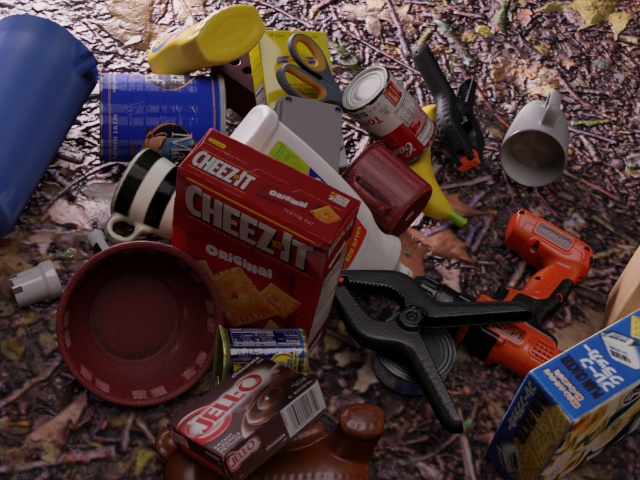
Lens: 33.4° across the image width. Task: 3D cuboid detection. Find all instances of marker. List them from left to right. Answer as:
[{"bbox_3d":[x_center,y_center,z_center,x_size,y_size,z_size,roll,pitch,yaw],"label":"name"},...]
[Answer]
[{"bbox_3d":[-0.213,0.036,1.133,0.020,0.020,0.121,-23,59,-26],"label":"marker"}]

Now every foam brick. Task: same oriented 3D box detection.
[{"bbox_3d":[-0.092,-0.192,1.319,0.078,0.051,0.052,35,54,17],"label":"foam brick"}]

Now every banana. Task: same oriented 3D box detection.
[{"bbox_3d":[0.127,-0.096,1.297,0.069,0.037,0.198,16,48,-28],"label":"banana"}]

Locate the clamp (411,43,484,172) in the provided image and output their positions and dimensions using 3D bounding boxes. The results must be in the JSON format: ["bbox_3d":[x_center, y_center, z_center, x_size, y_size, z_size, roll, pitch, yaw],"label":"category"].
[{"bbox_3d":[0.162,-0.166,1.327,0.120,0.039,0.171,26,42,-32],"label":"clamp"}]

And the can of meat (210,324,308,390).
[{"bbox_3d":[-0.060,0.133,1.031,0.083,0.102,0.057,1,28,-14],"label":"can of meat"}]

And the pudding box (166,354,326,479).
[{"bbox_3d":[-0.064,0.154,0.932,0.113,0.039,0.090,-34,30,-30],"label":"pudding box"}]

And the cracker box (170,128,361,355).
[{"bbox_3d":[-0.064,0.015,1.051,0.164,0.214,0.072,26,51,10],"label":"cracker box"}]

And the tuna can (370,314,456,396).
[{"bbox_3d":[0.096,0.120,1.115,0.086,0.034,0.086,5,51,-7],"label":"tuna can"}]

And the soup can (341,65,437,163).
[{"bbox_3d":[0.081,-0.147,1.247,0.102,0.069,0.068,43,39,-34],"label":"soup can"}]

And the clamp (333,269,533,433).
[{"bbox_3d":[0.092,0.095,1.085,0.210,0.036,0.164,22,58,14],"label":"clamp"}]

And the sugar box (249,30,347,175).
[{"bbox_3d":[-0.027,-0.160,1.265,0.093,0.048,0.176,-4,73,-22],"label":"sugar box"}]

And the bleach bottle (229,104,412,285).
[{"bbox_3d":[0.005,-0.029,1.130,0.250,0.102,0.068,37,4,-23],"label":"bleach bottle"}]

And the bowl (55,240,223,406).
[{"bbox_3d":[-0.180,0.079,1.051,0.162,0.055,0.162,-1,93,-17],"label":"bowl"}]

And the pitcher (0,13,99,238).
[{"bbox_3d":[-0.354,-0.121,1.175,0.145,0.149,0.242,24,53,-11],"label":"pitcher"}]

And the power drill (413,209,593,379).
[{"bbox_3d":[0.205,0.052,1.177,0.184,0.057,0.187,32,55,10],"label":"power drill"}]

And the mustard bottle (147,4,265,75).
[{"bbox_3d":[-0.152,-0.227,1.270,0.096,0.192,0.058,-38,108,-31],"label":"mustard bottle"}]

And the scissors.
[{"bbox_3d":[0.023,-0.181,1.260,0.201,0.016,0.096,14,64,-44],"label":"scissors"}]

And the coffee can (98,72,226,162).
[{"bbox_3d":[-0.183,-0.140,1.227,0.140,0.103,0.103,0,52,-11],"label":"coffee can"}]

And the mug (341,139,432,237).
[{"bbox_3d":[0.069,-0.053,1.205,0.081,0.093,0.117,41,16,15],"label":"mug"}]
